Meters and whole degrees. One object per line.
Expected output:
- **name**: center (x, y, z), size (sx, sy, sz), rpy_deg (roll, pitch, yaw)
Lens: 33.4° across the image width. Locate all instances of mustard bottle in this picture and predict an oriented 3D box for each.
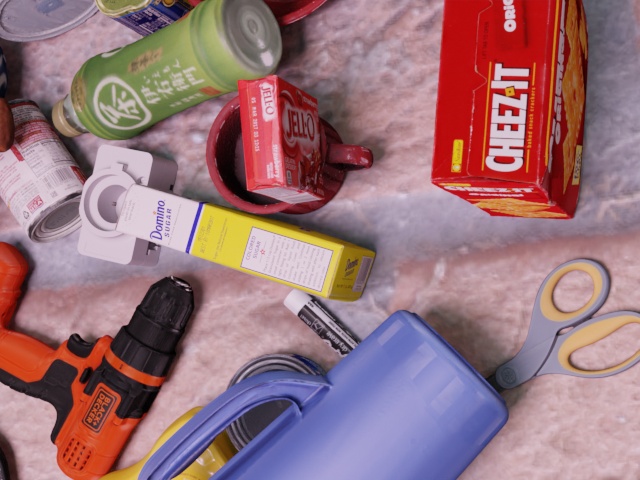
- **mustard bottle**: center (-0.138, 0.220, 0.835), size (0.192, 0.058, 0.096), rpy_deg (-38, 96, 13)

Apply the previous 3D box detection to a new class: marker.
- **marker**: center (0.021, 0.081, 0.816), size (0.121, 0.020, 0.020), rpy_deg (42, 99, 16)

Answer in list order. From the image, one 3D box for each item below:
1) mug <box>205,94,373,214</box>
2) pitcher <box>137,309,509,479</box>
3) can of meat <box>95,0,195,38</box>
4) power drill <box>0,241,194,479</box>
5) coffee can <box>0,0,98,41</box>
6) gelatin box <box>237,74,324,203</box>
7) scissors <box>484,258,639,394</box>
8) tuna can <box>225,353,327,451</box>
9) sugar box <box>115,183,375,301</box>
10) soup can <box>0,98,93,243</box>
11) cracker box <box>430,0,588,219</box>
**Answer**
- **mug**: center (-0.017, -0.063, 0.805), size (0.117, 0.081, 0.093), rpy_deg (-1, 86, 18)
- **pitcher**: center (0.003, 0.158, 0.730), size (0.243, 0.149, 0.145), rpy_deg (-45, 62, -1)
- **can of meat**: center (-0.145, -0.217, 0.856), size (0.057, 0.083, 0.102), rpy_deg (-16, 81, 16)
- **power drill**: center (-0.209, 0.077, 0.869), size (0.188, 0.057, 0.184), rpy_deg (31, 96, 17)
- **coffee can**: center (-0.248, -0.251, 0.881), size (0.103, 0.102, 0.140), rpy_deg (-29, 78, 14)
- **gelatin box**: center (-0.024, -0.066, 0.716), size (0.030, 0.089, 0.073), rpy_deg (-6, 84, 17)
- **scissors**: center (0.140, 0.078, 0.781), size (0.202, 0.016, 0.096), rpy_deg (-18, 79, 16)
- **tuna can**: center (-0.030, 0.129, 0.821), size (0.086, 0.033, 0.086), rpy_deg (-1, 86, 18)
- **sugar box**: center (-0.055, 0.001, 0.807), size (0.176, 0.093, 0.048), rpy_deg (19, 91, 17)
- **soup can**: center (-0.237, -0.057, 0.882), size (0.068, 0.068, 0.102), rpy_deg (-40, 76, 11)
- **cracker box**: center (0.130, -0.103, 0.692), size (0.072, 0.213, 0.164), rpy_deg (3, 87, 17)
